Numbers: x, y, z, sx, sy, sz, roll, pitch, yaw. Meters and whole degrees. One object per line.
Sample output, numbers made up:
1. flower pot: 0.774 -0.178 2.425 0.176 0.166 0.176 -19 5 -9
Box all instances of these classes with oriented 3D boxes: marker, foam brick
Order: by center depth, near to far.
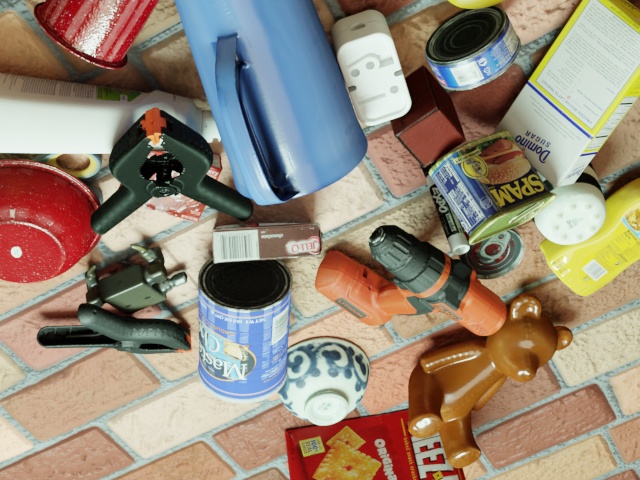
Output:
1. foam brick: 0.101 -0.122 1.051 0.053 0.078 0.051 -34 126 20
2. marker: 0.125 -0.040 1.095 0.020 0.121 0.020 -12 150 -7

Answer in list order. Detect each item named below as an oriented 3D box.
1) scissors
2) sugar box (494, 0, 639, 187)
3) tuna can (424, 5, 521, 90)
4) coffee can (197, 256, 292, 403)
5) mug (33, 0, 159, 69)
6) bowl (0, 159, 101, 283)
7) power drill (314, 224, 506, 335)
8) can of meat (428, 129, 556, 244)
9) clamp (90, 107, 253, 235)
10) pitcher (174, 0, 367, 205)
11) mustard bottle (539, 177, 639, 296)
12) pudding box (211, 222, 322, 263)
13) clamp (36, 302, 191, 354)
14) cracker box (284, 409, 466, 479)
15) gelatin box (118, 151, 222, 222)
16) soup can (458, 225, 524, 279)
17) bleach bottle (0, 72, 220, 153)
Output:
1. scissors: -0.307 -0.078 1.065 0.201 0.016 0.096 20 126 -23
2. sugar box: 0.256 -0.148 1.042 0.048 0.093 0.176 -13 143 -46
3. tuna can: 0.142 -0.182 1.003 0.086 0.086 0.033 -27 126 13
4. coffee can: -0.085 0.095 1.181 0.102 0.103 0.140 -1 128 -7
5. mug: -0.198 -0.218 0.934 0.117 0.093 0.082 42 113 7
6. bowl: -0.303 -0.006 1.086 0.162 0.055 0.162 -2 136 -2
7. power drill: 0.078 0.043 1.125 0.184 0.057 0.188 36 159 -29
8. can of meat: 0.168 -0.054 1.047 0.101 0.084 0.058 -20 162 -36
9. clamp: -0.157 -0.058 1.007 0.164 0.036 0.210 -9 157 1
10. pitcher: -0.054 -0.160 0.948 0.145 0.149 0.243 -31 123 -16
11. mustard bottle: 0.344 -0.018 1.180 0.192 0.058 0.096 -37 131 20
12. pudding box: -0.057 0.001 1.119 0.113 0.090 0.039 -2 91 -5
13. clamp: -0.227 0.106 1.194 0.120 0.039 0.171 -14 156 43
14. cracker box: 0.070 0.299 1.328 0.213 0.164 0.072 -10 131 0
15. gelatin box: -0.154 -0.063 1.091 0.089 0.030 0.073 15 125 -20
16. soup can: 0.170 -0.017 1.128 0.068 0.102 0.068 -4 129 -5
17. bleach bottle: -0.217 -0.113 0.996 0.250 0.102 0.068 3 114 -12
